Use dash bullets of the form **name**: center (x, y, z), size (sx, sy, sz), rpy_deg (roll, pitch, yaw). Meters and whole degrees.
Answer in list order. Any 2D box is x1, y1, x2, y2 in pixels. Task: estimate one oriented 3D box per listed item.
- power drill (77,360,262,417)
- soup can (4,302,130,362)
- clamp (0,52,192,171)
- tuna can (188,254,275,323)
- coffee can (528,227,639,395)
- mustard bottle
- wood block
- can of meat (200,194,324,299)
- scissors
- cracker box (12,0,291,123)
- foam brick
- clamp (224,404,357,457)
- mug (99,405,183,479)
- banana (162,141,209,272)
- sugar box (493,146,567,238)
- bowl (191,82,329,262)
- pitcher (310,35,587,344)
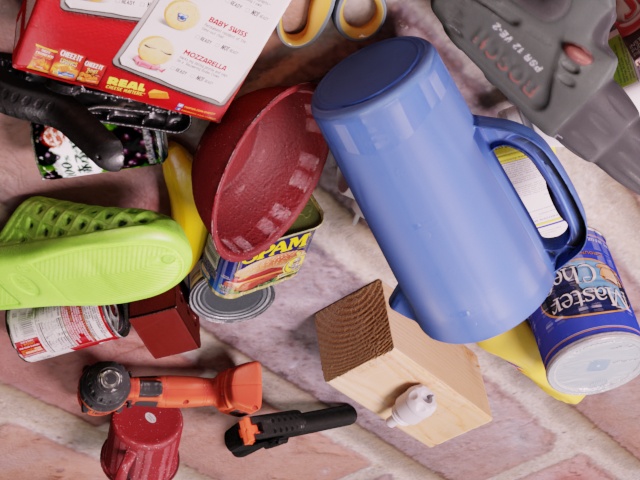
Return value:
- **power drill**: center (-0.159, 0.154, 1.118), size (0.187, 0.057, 0.185), rpy_deg (4, 168, -15)
- **soup can**: center (-0.245, 0.075, 1.039), size (0.102, 0.068, 0.068), rpy_deg (-16, 140, 8)
- **clamp**: center (-0.191, -0.099, 0.795), size (0.171, 0.120, 0.039), rpy_deg (17, 111, 5)
- **tuna can**: center (-0.089, 0.044, 1.061), size (0.086, 0.034, 0.086), rpy_deg (-6, 141, -5)
- **coffee can**: center (0.261, 0.070, 1.080), size (0.102, 0.140, 0.103), rpy_deg (-6, 141, -5)
- **mustard bottle**: center (0.215, 0.109, 1.154), size (0.058, 0.096, 0.191), rpy_deg (-49, 130, 8)
- **wood block**: center (0.093, 0.140, 1.169), size (0.090, 0.091, 0.205), rpy_deg (-29, 137, 23)
- **can of meat**: center (-0.057, 0.001, 0.981), size (0.101, 0.057, 0.084), rpy_deg (-18, 150, -29)
- **scissors**: center (0.030, -0.217, 0.785), size (0.096, 0.016, 0.202), rpy_deg (10, 137, -25)
- **cracker box**: center (-0.103, -0.194, 0.741), size (0.164, 0.072, 0.214), rpy_deg (13, 135, -26)
- **foam brick**: center (-0.156, 0.073, 1.068), size (0.051, 0.053, 0.078), rpy_deg (-14, 141, 5)
- **clamp**: center (-0.044, 0.216, 1.226), size (0.164, 0.036, 0.210), rpy_deg (-18, 166, 4)
- **mug**: center (-0.205, 0.233, 1.207), size (0.093, 0.117, 0.082), rpy_deg (23, 133, 6)
- **banana**: center (-0.135, -0.012, 0.981), size (0.069, 0.037, 0.198), rpy_deg (8, 138, -21)
- **sugar box**: center (0.183, -0.039, 1.009), size (0.093, 0.048, 0.176), rpy_deg (-14, 143, 9)
- **bowl**: center (-0.057, -0.065, 0.880), size (0.055, 0.162, 0.162), rpy_deg (29, 146, 22)
- **pitcher**: center (0.101, -0.045, 0.873), size (0.149, 0.145, 0.242), rpy_deg (-42, 122, -17)
